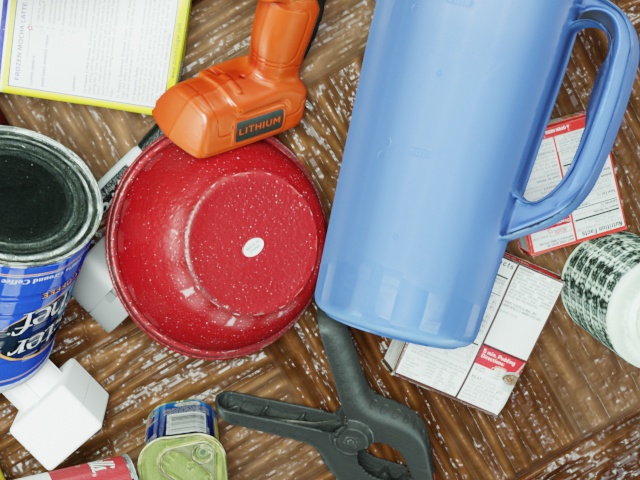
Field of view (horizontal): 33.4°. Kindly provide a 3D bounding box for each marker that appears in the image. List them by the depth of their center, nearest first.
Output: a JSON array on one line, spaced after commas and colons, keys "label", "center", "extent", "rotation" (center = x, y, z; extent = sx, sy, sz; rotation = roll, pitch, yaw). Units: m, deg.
[{"label": "marker", "center": [-0.142, -0.037, 0.724], "extent": [0.121, 0.020, 0.020], "rotation": [-44, 102, 3]}]

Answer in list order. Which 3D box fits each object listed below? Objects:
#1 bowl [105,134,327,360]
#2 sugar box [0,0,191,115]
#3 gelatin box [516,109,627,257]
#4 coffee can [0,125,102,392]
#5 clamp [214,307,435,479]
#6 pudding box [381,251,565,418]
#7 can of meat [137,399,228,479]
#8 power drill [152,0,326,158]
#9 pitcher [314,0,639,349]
[{"label": "bowl", "center": [-0.055, 0.001, 0.694], "extent": [0.161, 0.055, 0.162], "rotation": [-1, 93, -28]}, {"label": "sugar box", "center": [-0.176, -0.138, 0.689], "extent": [0.176, 0.048, 0.093], "rotation": [9, 100, -5]}, {"label": "gelatin box", "center": [0.169, -0.040, 0.754], "extent": [0.073, 0.030, 0.089], "rotation": [-16, 102, -5]}, {"label": "coffee can", "center": [-0.199, 0.015, 0.646], "extent": [0.102, 0.102, 0.140], "rotation": [22, 135, -10]}, {"label": "clamp", "center": [0.024, 0.122, 0.751], "extent": [0.171, 0.039, 0.120], "rotation": [32, 124, -14]}, {"label": "pudding box", "center": [0.108, 0.058, 0.761], "extent": [0.090, 0.039, 0.113], "rotation": [24, 95, -9]}, {"label": "can of meat", "center": [-0.091, 0.168, 0.733], "extent": [0.057, 0.084, 0.102], "rotation": [-6, 101, -6]}, {"label": "power drill", "center": [-0.039, -0.138, 0.623], "extent": [0.057, 0.184, 0.188], "rotation": [46, 134, 21]}, {"label": "pitcher", "center": [0.085, -0.057, 0.672], "extent": [0.144, 0.149, 0.243], "rotation": [13, 94, -19]}]
